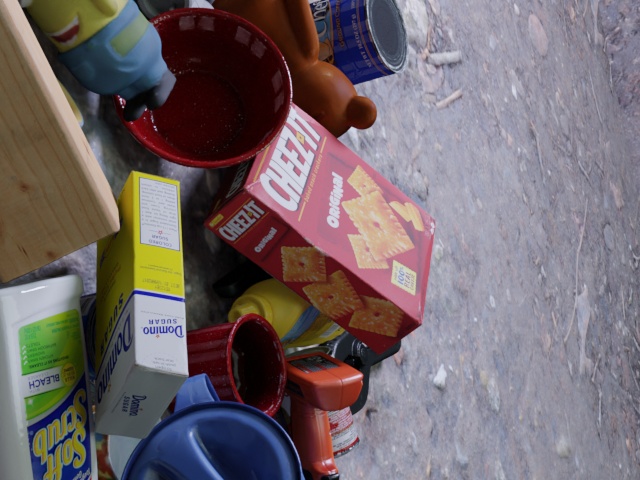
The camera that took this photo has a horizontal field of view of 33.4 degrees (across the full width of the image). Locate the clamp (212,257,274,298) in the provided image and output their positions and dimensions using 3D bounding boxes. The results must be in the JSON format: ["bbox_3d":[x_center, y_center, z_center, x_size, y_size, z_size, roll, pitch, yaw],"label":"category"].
[{"bbox_3d":[-0.057,0.001,1.081,0.171,0.039,0.120,12,83,-65],"label":"clamp"}]

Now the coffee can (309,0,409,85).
[{"bbox_3d":[0.014,-0.219,1.189,0.102,0.141,0.103,30,54,-54],"label":"coffee can"}]

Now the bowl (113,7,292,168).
[{"bbox_3d":[-0.109,-0.129,0.970,0.055,0.162,0.162,116,-24,-67],"label":"bowl"}]

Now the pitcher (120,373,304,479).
[{"bbox_3d":[-0.063,0.223,0.848,0.149,0.145,0.243,-59,157,-23],"label":"pitcher"}]

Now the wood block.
[{"bbox_3d":[-0.223,-0.089,0.733,0.091,0.090,0.206,-125,-169,-69],"label":"wood block"}]

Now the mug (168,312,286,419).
[{"bbox_3d":[-0.083,0.125,0.947,0.117,0.082,0.093,62,32,-27],"label":"mug"}]

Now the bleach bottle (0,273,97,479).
[{"bbox_3d":[-0.196,0.155,0.755,0.102,0.068,0.251,-14,95,-62],"label":"bleach bottle"}]

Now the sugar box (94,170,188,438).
[{"bbox_3d":[-0.135,0.045,0.785,0.048,0.093,0.176,14,47,-23],"label":"sugar box"}]

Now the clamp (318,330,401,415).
[{"bbox_3d":[0.030,0.117,1.202,0.164,0.036,0.209,65,32,-24],"label":"clamp"}]

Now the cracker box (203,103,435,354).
[{"bbox_3d":[0.010,-0.018,1.021,0.213,0.072,0.164,38,36,-17],"label":"cracker box"}]

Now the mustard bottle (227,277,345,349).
[{"bbox_3d":[-0.031,0.070,1.049,0.058,0.096,0.191,54,23,18],"label":"mustard bottle"}]

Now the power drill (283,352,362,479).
[{"bbox_3d":[0.008,0.206,0.974,0.057,0.185,0.188,-7,101,-26],"label":"power drill"}]

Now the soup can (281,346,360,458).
[{"bbox_3d":[-0.006,0.166,1.086,0.068,0.069,0.102,-31,106,-60],"label":"soup can"}]
